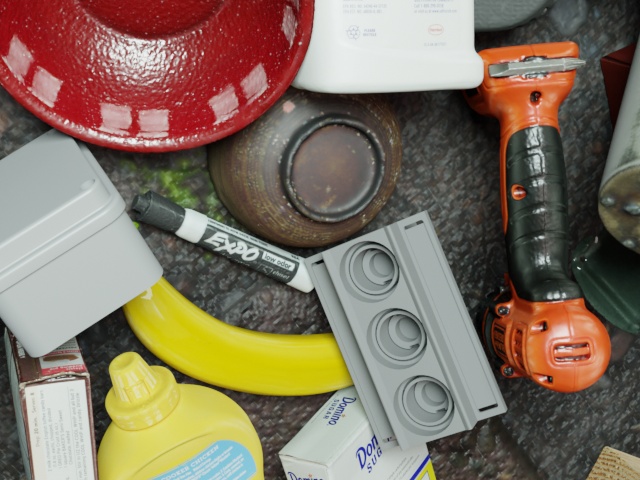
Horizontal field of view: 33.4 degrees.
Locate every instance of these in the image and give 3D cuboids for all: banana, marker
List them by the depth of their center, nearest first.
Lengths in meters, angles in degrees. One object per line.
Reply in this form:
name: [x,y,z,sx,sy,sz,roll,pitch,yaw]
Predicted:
marker: [-0.054,0.001,0.617,0.121,0.020,0.020,25,98,-27]
banana: [-0.042,0.058,0.632,0.197,0.037,0.070,25,100,-27]

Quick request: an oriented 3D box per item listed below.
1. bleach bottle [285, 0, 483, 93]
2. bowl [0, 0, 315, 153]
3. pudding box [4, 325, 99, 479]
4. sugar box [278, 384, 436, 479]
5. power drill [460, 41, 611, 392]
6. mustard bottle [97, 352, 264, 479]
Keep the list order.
bleach bottle: [0.031,-0.201,0.521,0.102,0.068,0.251,-6,104,-24]
bowl: [-0.084,-0.122,0.511,0.162,0.055,0.162,-2,130,-2]
pudding box: [-0.143,0.106,0.579,0.039,0.090,0.113,-10,111,-18]
sugar box: [0.037,0.181,0.684,0.093,0.048,0.176,-39,120,-42]
power drill: [0.117,-0.014,0.618,0.057,0.184,0.187,-7,92,-3]
mustard bottle: [-0.077,0.143,0.627,0.096,0.058,0.191,-27,121,-9]
